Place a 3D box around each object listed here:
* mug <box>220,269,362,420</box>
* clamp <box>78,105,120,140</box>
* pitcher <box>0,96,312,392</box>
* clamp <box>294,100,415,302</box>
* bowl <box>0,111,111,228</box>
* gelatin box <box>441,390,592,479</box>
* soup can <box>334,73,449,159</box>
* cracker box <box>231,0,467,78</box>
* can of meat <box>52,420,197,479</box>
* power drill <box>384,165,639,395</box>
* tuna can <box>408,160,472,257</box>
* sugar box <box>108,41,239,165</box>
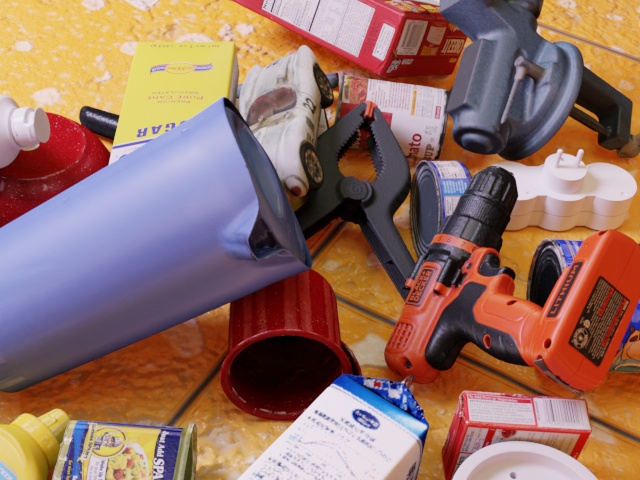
[{"bbox_3d":[-0.017,0.076,0.785,0.117,0.093,0.081,28,33,-24],"label":"mug"},{"bbox_3d":[-0.143,-0.091,0.966,0.120,0.039,0.171,-28,56,-5],"label":"clamp"},{"bbox_3d":[-0.138,0.006,0.757,0.243,0.149,0.145,-26,75,6],"label":"pitcher"},{"bbox_3d":[0.035,-0.026,0.895,0.164,0.036,0.210,20,57,0],"label":"clamp"},{"bbox_3d":[-0.246,-0.062,0.914,0.162,0.055,0.162,3,44,-3],"label":"bowl"},{"bbox_3d":[0.134,0.138,0.741,0.089,0.073,0.030,4,47,-3],"label":"gelatin box"},{"bbox_3d":[0.065,-0.115,0.999,0.102,0.068,0.068,8,44,0],"label":"soup can"},{"bbox_3d":[0.024,-0.237,1.082,0.214,0.072,0.163,31,23,24],"label":"cracker box"},{"bbox_3d":[-0.128,0.166,0.691,0.084,0.057,0.102,4,43,0],"label":"can of meat"},{"bbox_3d":[0.141,0.027,0.766,0.057,0.188,0.184,33,76,-28],"label":"power drill"},{"bbox_3d":[0.102,-0.025,0.897,0.033,0.086,0.086,-1,44,-11],"label":"tuna can"},{"bbox_3d":[-0.123,-0.099,0.911,0.093,0.048,0.176,-1,48,3],"label":"sugar box"}]
